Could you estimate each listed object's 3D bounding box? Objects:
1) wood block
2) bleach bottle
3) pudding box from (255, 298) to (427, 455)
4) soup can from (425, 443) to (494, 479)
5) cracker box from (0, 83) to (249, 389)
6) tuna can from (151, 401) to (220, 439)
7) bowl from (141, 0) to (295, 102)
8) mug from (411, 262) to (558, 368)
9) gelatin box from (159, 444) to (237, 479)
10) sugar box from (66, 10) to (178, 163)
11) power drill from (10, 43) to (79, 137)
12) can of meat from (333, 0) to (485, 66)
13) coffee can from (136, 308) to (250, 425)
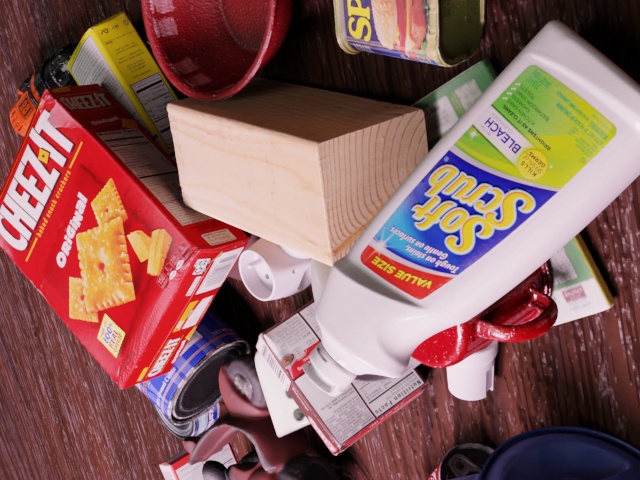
[{"bbox_3d":[-0.020,-0.057,0.784,0.206,0.090,0.090,21,125,52],"label":"wood block"},{"bbox_3d":[0.086,-0.001,0.621,0.251,0.068,0.103,-49,65,12],"label":"bleach bottle"},{"bbox_3d":[0.016,0.100,0.853,0.113,0.090,0.039,53,162,13],"label":"pudding box"},{"bbox_3d":[0.105,0.212,0.836,0.068,0.068,0.102,49,142,19],"label":"soup can"},{"bbox_3d":[-0.183,-0.006,0.922,0.214,0.071,0.164,45,121,20],"label":"cracker box"},{"bbox_3d":[-0.147,0.169,1.143,0.086,0.033,0.086,28,131,38],"label":"tuna can"},{"bbox_3d":[-0.068,-0.186,0.802,0.162,0.055,0.162,12,107,45],"label":"bowl"},{"bbox_3d":[0.099,0.037,0.701,0.117,0.081,0.093,28,133,41],"label":"mug"},{"bbox_3d":[-0.120,0.259,1.132,0.030,0.073,0.089,-12,102,54],"label":"gelatin box"},{"bbox_3d":[-0.159,-0.109,0.969,0.176,0.048,0.093,57,151,-2],"label":"sugar box"},{"bbox_3d":[-0.242,-0.091,1.086,0.185,0.057,0.187,-26,88,57],"label":"power drill"},{"bbox_3d":[0.057,-0.165,0.679,0.084,0.057,0.102,20,126,40],"label":"can of meat"},{"bbox_3d":[-0.151,0.091,1.016,0.140,0.102,0.103,40,137,22],"label":"coffee can"}]
